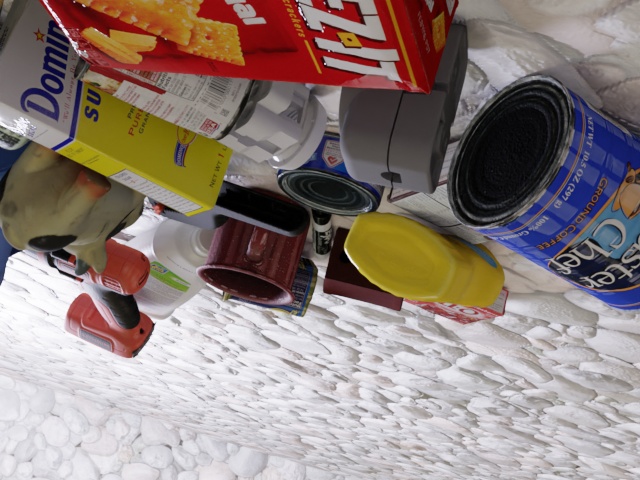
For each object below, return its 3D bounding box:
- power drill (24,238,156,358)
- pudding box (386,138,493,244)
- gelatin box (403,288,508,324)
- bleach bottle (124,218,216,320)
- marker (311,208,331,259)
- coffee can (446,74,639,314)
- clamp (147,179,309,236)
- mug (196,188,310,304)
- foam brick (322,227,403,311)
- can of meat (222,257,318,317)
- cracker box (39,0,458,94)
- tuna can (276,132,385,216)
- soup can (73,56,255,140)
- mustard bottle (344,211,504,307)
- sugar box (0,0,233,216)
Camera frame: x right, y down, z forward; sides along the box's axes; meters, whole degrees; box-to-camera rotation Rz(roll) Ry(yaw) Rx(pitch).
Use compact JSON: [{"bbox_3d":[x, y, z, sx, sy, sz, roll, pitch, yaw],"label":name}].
[{"bbox_3d":[-0.258,0.045,1.148,0.184,0.057,0.188,22,151,16],"label":"power drill"},{"bbox_3d":[0.117,-0.037,0.782,0.090,0.039,0.114,25,158,-25],"label":"pudding box"},{"bbox_3d":[0.126,0.052,1.040,0.089,0.030,0.073,22,160,-19],"label":"gelatin box"},{"bbox_3d":[-0.157,0.027,1.157,0.102,0.068,0.251,26,157,-21],"label":"bleach bottle"},{"bbox_3d":[0.001,-0.010,0.985,0.020,0.020,0.121,14,161,5],"label":"marker"},{"bbox_3d":[0.165,-0.026,0.669,0.140,0.102,0.103,27,159,-28],"label":"coffee can"},{"bbox_3d":[-0.099,-0.044,0.903,0.164,0.036,0.210,39,160,-7],"label":"clamp"},{"bbox_3d":[-0.056,0.001,0.966,0.093,0.081,0.117,16,162,0],"label":"mug"},{"bbox_3d":[0.045,0.028,1.004,0.078,0.053,0.051,13,161,6],"label":"foam brick"},{"bbox_3d":[-0.051,0.037,1.072,0.084,0.057,0.102,15,-174,-7],"label":"can of meat"},{"bbox_3d":[-0.053,-0.149,0.531,0.214,0.072,0.164,8,156,21],"label":"cracker box"},{"bbox_3d":[0.009,-0.051,0.837,0.086,0.033,0.086,15,161,5],"label":"tuna can"},{"bbox_3d":[-0.099,-0.115,0.691,0.102,0.068,0.069,23,160,-20],"label":"soup can"},{"bbox_3d":[0.100,0.021,0.883,0.096,0.058,0.191,26,-174,27],"label":"mustard bottle"},{"bbox_3d":[-0.142,-0.095,0.743,0.176,0.093,0.048,27,158,-30],"label":"sugar box"}]
